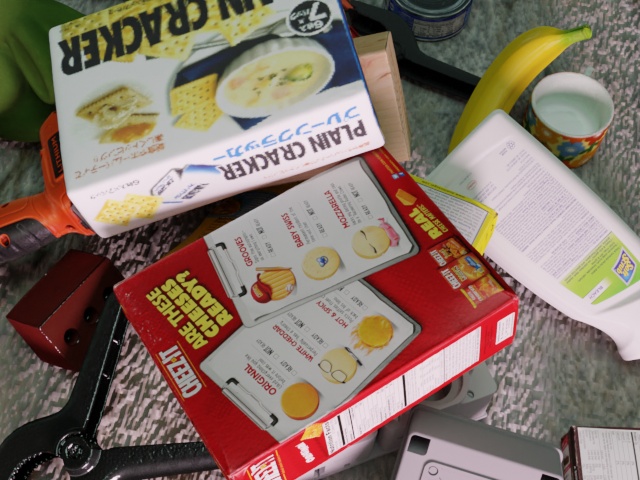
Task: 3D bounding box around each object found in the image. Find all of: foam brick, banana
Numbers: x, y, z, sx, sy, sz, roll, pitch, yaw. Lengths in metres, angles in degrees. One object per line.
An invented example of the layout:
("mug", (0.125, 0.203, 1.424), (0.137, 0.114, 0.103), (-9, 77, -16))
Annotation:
("foam brick", (-0.189, 0.053, 0.818), (0.051, 0.053, 0.078), (11, 53, 44))
("banana", (0.153, -0.111, 0.922), (0.037, 0.070, 0.198), (30, 96, -28))

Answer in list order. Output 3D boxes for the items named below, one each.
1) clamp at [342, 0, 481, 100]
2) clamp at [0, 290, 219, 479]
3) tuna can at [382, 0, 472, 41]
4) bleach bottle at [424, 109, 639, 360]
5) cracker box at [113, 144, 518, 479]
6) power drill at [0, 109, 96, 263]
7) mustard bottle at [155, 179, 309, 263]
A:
("clamp", (0.074, -0.163, 0.981), (0.120, 0.039, 0.171), (-18, 63, -20))
("clamp", (-0.158, 0.155, 0.753), (0.165, 0.036, 0.210), (40, 80, 21))
("tuna can", (0.104, -0.235, 1.026), (0.086, 0.034, 0.086), (2, 60, -3))
("bleach bottle", (0.199, 0.014, 0.854), (0.251, 0.068, 0.102), (45, 98, 5))
("cracker box", (-0.003, 0.050, 0.710), (0.213, 0.072, 0.164), (-30, 57, -12))
("power drill", (-0.264, -0.029, 0.842), (0.188, 0.057, 0.184), (-28, 57, 6))
("mustard bottle", (-0.055, 0.001, 0.851), (0.096, 0.058, 0.191), (10, 42, 35))
